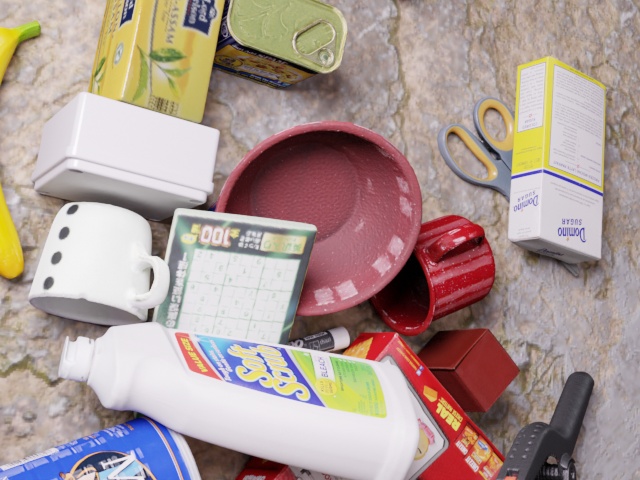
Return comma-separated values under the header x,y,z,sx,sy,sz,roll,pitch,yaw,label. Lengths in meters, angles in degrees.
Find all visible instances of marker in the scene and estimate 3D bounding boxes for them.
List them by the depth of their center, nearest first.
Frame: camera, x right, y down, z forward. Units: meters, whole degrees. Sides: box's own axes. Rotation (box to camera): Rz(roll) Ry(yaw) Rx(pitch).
x,y,z,sx,sy,sz,roll,pitch,yaw,label
-0.031,0.094,0.883,0.120,0.020,0.020,-13,92,-28,marker

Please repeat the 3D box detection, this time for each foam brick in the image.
x,y,z,sx,sy,sz,roll,pitch,yaw,label
0.123,0.113,0.930,0.053,0.078,0.051,-44,104,-24,foam brick

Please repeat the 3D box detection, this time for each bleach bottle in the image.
x,y,z,sx,sy,sz,roll,pitch,yaw,label
-0.060,0.112,0.765,0.250,0.102,0.068,13,118,-15,bleach bottle

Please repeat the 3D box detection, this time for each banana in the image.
x,y,z,sx,sy,sz,roll,pitch,yaw,label
-0.243,-0.073,0.776,0.069,0.037,0.198,6,83,-26,banana

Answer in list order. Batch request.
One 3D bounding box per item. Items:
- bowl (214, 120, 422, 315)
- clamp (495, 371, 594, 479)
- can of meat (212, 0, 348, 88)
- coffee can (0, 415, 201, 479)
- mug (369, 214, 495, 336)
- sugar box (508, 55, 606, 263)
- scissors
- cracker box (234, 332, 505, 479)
x,y,z,sx,sy,sz,roll,pitch,yaw,label
-0.006,-0.024,0.824,0.162,0.055,0.162,-6,117,-11,bowl
0.209,0.215,0.947,0.209,0.036,0.164,-10,93,-58,clamp
-0.043,-0.164,0.863,0.102,0.084,0.057,15,78,-26,can of meat
-0.164,0.191,0.757,0.140,0.103,0.103,-17,93,-28,coffee can
0.099,0.020,0.908,0.081,0.117,0.093,-19,67,-33,mug
0.224,-0.074,1.004,0.093,0.048,0.176,17,74,-36,sugar box
0.194,-0.058,1.017,0.201,0.016,0.096,35,71,-21,scissors
0.033,0.206,0.878,0.164,0.072,0.213,49,67,-15,cracker box
